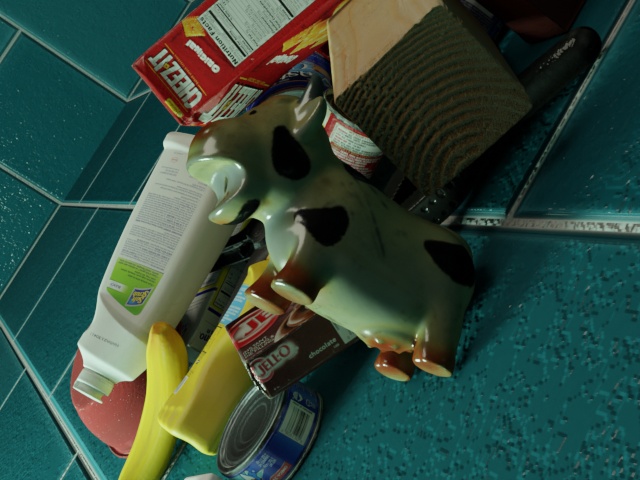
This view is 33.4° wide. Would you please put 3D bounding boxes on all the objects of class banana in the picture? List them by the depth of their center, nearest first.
[{"bbox_3d":[-0.142,0.151,0.919,0.069,0.037,0.198,-41,-31,-67],"label":"banana"}]

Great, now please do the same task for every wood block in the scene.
[{"bbox_3d":[0.067,-0.125,0.736,0.090,0.090,0.206,-42,18,16],"label":"wood block"}]

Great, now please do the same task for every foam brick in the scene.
[{"bbox_3d":[0.148,-0.189,0.773,0.053,0.078,0.051,-60,17,-11],"label":"foam brick"}]

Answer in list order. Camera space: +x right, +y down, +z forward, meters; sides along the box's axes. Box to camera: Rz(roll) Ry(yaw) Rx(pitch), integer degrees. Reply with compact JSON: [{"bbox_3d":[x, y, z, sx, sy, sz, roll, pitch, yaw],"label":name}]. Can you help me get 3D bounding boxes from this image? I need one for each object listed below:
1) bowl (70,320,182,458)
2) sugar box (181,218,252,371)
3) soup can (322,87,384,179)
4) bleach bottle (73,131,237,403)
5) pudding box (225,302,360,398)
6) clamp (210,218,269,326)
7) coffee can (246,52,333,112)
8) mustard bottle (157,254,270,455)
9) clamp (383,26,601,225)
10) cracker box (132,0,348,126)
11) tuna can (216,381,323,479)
[{"bbox_3d":[-0.193,0.122,1.015,0.162,0.055,0.162,-34,47,45],"label":"bowl"},{"bbox_3d":[-0.099,0.046,1.052,0.094,0.048,0.176,-23,40,55],"label":"sugar box"},{"bbox_3d":[0.013,-0.067,0.893,0.068,0.068,0.102,-89,24,-59],"label":"soup can"},{"bbox_3d":[-0.151,0.026,0.961,0.103,0.068,0.250,16,71,37],"label":"bleach bottle"},{"bbox_3d":[-0.008,0.056,0.761,0.113,0.039,0.090,-32,18,-6],"label":"pudding box"},{"bbox_3d":[-0.056,0.001,0.977,0.171,0.039,0.120,-47,47,-6],"label":"clamp"},{"bbox_3d":[-0.023,-0.121,1.048,0.103,0.102,0.140,-50,19,18],"label":"coffee can"},{"bbox_3d":[-0.060,0.079,0.874,0.191,0.058,0.096,-59,4,-8],"label":"mustard bottle"},{"bbox_3d":[0.097,-0.071,0.767,0.210,0.036,0.165,-51,17,3],"label":"clamp"},{"bbox_3d":[-0.036,-0.183,0.893,0.214,0.072,0.164,-39,-1,9],"label":"cracker box"},{"bbox_3d":[-0.037,0.136,0.761,0.086,0.033,0.086,-48,20,23],"label":"tuna can"}]
